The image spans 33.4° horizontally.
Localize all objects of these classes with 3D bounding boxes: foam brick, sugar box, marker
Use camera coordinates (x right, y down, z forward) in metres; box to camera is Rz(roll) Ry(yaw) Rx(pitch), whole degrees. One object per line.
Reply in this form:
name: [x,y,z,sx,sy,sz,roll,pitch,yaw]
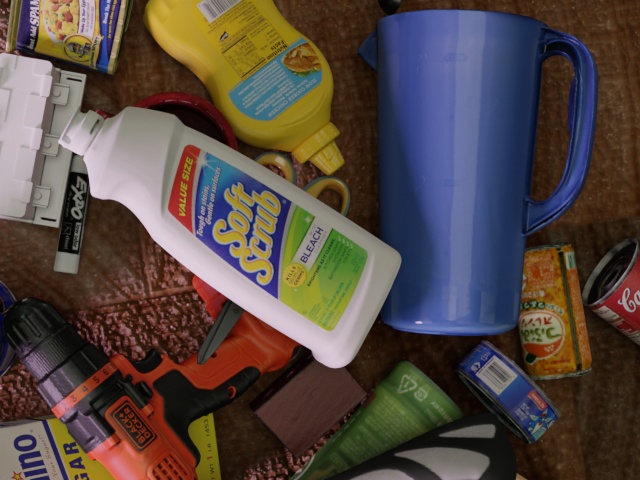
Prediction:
foam brick: [-0.010,0.125,0.842,0.078,0.053,0.051,-41,93,-7]
sugar box: [-0.161,0.169,0.789,0.175,0.048,0.093,-7,87,-37]
marker: [-0.192,-0.034,0.843,0.020,0.020,0.121,9,87,-6]

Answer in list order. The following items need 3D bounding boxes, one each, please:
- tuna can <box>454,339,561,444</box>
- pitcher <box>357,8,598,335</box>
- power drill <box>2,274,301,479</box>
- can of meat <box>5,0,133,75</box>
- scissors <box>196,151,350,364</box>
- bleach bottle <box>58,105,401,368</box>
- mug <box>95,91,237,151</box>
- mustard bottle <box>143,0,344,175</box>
tuna can: [0.147,0.120,0.844,0.033,0.086,0.086,-44,93,-5]
pitcher: [0.114,-0.051,0.823,0.144,0.149,0.243,1,91,-24]
power drill: [-0.116,0.082,0.787,0.184,0.057,0.187,52,53,-2]
can of meat: [-0.187,-0.182,0.812,0.084,0.057,0.102,14,129,-9]
scissors: [-0.055,0.001,0.819,0.096,0.016,0.201,44,57,7]
bleach bottle: [-0.071,-0.011,0.754,0.250,0.068,0.102,30,81,-15]
mug: [-0.123,-0.067,0.821,0.117,0.081,0.093,24,85,-6]
mustard bottle: [-0.046,-0.131,0.843,0.096,0.058,0.191,-39,93,-18]
